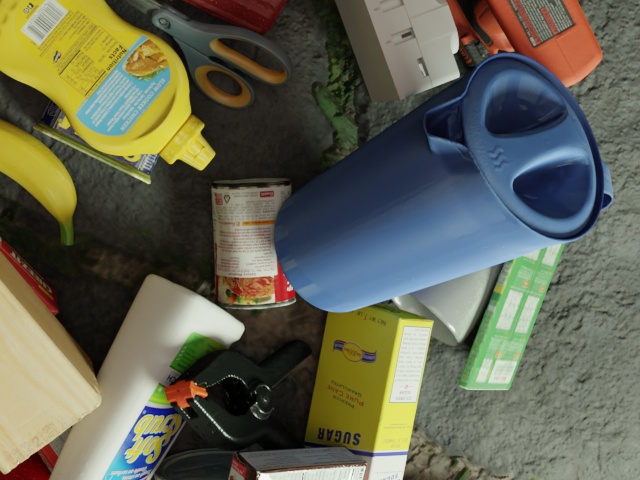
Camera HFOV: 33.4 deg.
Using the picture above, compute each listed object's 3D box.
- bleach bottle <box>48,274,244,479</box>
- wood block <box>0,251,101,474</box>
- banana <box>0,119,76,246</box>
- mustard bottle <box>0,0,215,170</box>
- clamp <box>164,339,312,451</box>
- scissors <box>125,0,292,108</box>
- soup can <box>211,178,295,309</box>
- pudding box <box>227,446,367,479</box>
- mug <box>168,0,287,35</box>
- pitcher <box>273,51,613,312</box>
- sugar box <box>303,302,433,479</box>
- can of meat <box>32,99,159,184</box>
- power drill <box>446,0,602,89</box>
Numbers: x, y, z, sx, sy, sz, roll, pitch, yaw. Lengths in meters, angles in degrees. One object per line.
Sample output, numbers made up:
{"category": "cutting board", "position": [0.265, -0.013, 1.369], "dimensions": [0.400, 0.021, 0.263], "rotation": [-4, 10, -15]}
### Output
{"category": "bleach bottle", "position": [-0.155, 0.157, 0.845], "dimensions": [0.068, 0.102, 0.251], "rotation": [22, 79, 27]}
{"category": "wood block", "position": [-0.258, 0.053, 0.768], "dimensions": [0.090, 0.091, 0.206], "rotation": [-36, 112, -5]}
{"category": "banana", "position": [-0.274, -0.068, 0.858], "dimensions": [0.197, 0.037, 0.069], "rotation": [30, 92, -11]}
{"category": "mustard bottle", "position": [-0.158, -0.121, 0.803], "dimensions": [0.191, 0.058, 0.096], "rotation": [40, 85, -9]}
{"category": "clamp", "position": [-0.053, 0.139, 0.851], "dimensions": [0.039, 0.171, 0.120], "rotation": [-27, 71, 33]}
{"category": "scissors", "position": [-0.121, -0.162, 0.851], "dimensions": [0.201, 0.096, 0.016], "rotation": [22, 55, -7]}
{"category": "soup can", "position": [-0.056, 0.001, 0.884], "dimensions": [0.068, 0.068, 0.102], "rotation": [-3, 96, -9]}
{"category": "pudding box", "position": [-0.023, 0.211, 0.836], "dimensions": [0.113, 0.039, 0.090], "rotation": [6, 101, -40]}
{"category": "mug", "position": [-0.063, -0.225, 0.854], "dimensions": [0.081, 0.093, 0.117], "rotation": [24, 56, -15]}
{"category": "pitcher", "position": [0.083, -0.025, 0.788], "dimensions": [0.149, 0.243, 0.144], "rotation": [53, 49, -9]}
{"category": "sugar box", "position": [0.034, 0.141, 0.898], "dimensions": [0.048, 0.093, 0.176], "rotation": [9, 94, -39]}
{"category": "can of meat", "position": [-0.166, -0.105, 0.861], "dimensions": [0.102, 0.057, 0.084], "rotation": [26, 89, -11]}
{"category": "power drill", "position": [0.154, -0.151, 0.837], "dimensions": [0.057, 0.188, 0.184], "rotation": [-32, 97, -3]}
